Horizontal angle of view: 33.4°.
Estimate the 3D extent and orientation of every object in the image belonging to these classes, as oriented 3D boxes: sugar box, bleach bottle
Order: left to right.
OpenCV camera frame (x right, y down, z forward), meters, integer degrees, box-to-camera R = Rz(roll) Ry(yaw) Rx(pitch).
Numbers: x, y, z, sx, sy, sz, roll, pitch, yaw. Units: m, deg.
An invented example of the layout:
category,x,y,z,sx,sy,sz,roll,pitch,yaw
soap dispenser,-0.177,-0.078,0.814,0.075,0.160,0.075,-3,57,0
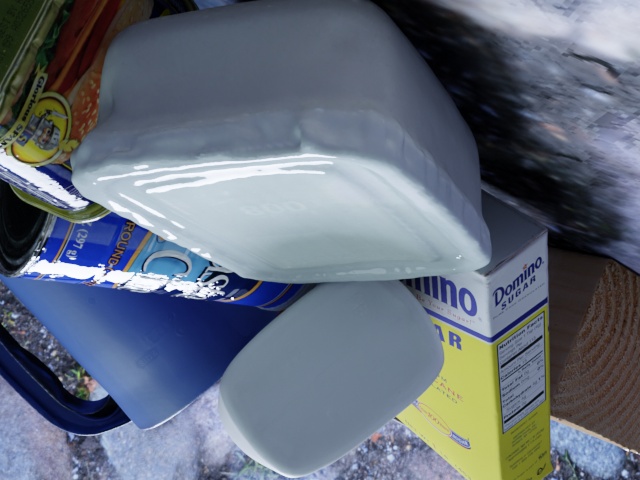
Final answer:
category,x,y,z,sx,sy,sz,roll,pitch,yaw
bleach bottle,-0.008,0.077,0.587,0.068,0.102,0.251,52,170,4
sugar box,0.069,0.048,0.536,0.093,0.048,0.176,37,153,41

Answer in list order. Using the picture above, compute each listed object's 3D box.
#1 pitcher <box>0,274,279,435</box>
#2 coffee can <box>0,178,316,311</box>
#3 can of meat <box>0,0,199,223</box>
category,x,y,z,sx,sy,sz,roll,pitch,yaw
pitcher,-0.146,-0.010,0.616,0.242,0.149,0.145,46,146,-10
coffee can,-0.074,-0.024,0.509,0.140,0.103,0.103,10,-177,-33
can of meat,-0.098,-0.068,0.387,0.057,0.102,0.084,22,172,23
